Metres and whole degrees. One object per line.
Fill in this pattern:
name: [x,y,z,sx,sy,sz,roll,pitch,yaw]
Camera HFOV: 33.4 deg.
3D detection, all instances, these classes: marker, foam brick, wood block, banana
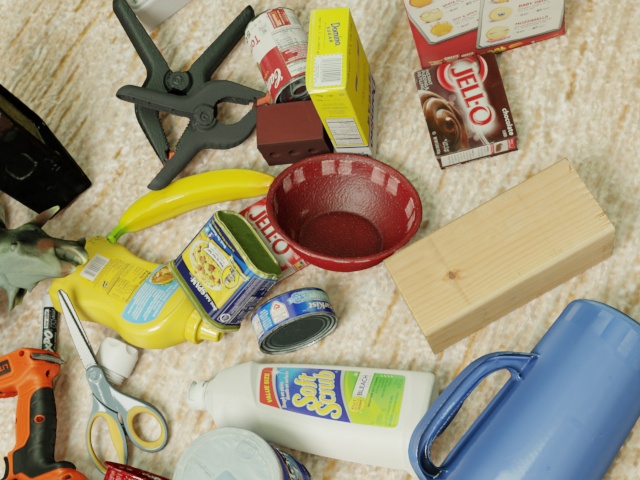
marker: [-0.302,0.119,1.180,0.020,0.020,0.121,-6,70,12]
foam brick: [-0.028,-0.119,1.180,0.078,0.053,0.051,-5,70,12]
wood block: [0.177,0.017,1.061,0.206,0.090,0.091,-29,68,2]
banana: [-0.140,-0.044,1.181,0.198,0.037,0.069,-20,42,6]

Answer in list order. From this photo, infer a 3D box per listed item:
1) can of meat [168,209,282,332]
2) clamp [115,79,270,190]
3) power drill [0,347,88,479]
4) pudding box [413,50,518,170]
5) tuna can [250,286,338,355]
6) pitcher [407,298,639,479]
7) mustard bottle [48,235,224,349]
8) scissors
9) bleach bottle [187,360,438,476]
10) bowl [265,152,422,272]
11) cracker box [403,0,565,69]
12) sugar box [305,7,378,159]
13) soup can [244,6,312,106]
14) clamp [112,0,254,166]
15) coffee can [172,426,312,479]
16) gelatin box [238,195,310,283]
can of meat: [-0.098,0.030,1.113,0.084,0.057,0.102,-49,62,22]
clamp: [-0.135,-0.123,1.190,0.171,0.039,0.120,-10,93,-15]
power drill: [-0.323,0.219,1.116,0.185,0.057,0.188,-23,67,23]
pudding box: [0.157,-0.140,1.149,0.090,0.039,0.113,-15,68,8]
tuna can: [-0.027,0.082,1.090,0.086,0.086,0.034,-24,65,4]
pitcher: [0.202,0.169,0.976,0.145,0.149,0.242,30,76,35]
mustard bottle: [-0.189,0.065,1.147,0.192,0.058,0.096,21,53,19]
scissors: [-0.214,0.145,1.113,0.096,0.016,0.202,-7,93,-1]
bleach bottle: [-0.014,0.170,1.058,0.251,0.068,0.102,2,43,16]
bowl: [0.023,-0.019,1.111,0.162,0.055,0.162,2,46,-2]
cracker box: [0.164,-0.268,1.098,0.164,0.213,0.072,-15,68,8]
sugar box: [0.027,-0.157,1.113,0.048,0.176,0.093,-2,71,15]
soup can: [-0.038,-0.204,1.205,0.068,0.068,0.102,-26,66,4]
clamp: [-0.173,-0.187,1.229,0.164,0.036,0.210,11,82,-3]
coffee can: [-0.069,0.239,1.013,0.103,0.140,0.103,-4,70,12]
gelatin box: [-0.058,0.001,1.156,0.073,0.030,0.089,-30,67,2]
